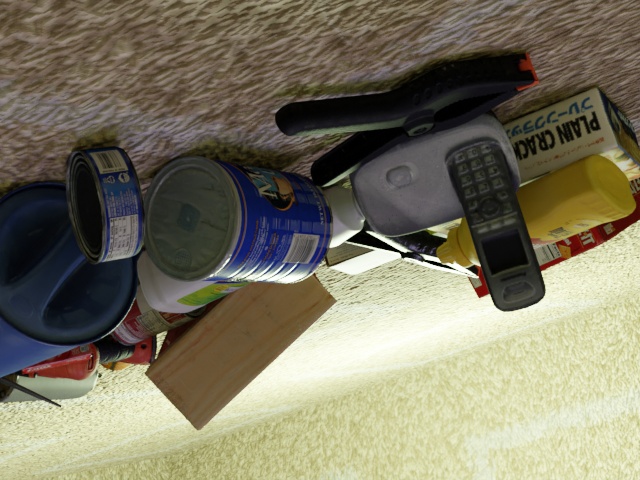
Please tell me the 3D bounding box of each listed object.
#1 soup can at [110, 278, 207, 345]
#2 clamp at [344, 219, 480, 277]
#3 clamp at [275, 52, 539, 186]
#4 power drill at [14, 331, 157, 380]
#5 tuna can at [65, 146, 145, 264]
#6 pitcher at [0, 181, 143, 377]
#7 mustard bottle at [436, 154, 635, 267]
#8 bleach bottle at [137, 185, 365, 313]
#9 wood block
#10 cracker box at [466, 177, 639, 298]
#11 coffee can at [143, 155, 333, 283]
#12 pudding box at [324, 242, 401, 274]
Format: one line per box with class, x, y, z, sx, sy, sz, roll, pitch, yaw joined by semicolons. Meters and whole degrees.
soup can;-0.187;0.072;1.210;0.102;0.068;0.068;-23;165;27
clamp;0.095;0.004;1.181;0.171;0.039;0.120;22;174;-24
clamp;0.068;-0.104;0.848;0.210;0.036;0.164;-21;166;12
power drill;-0.299;0.126;1.264;0.185;0.057;0.187;6;-175;28
tuna can;-0.161;-0.027;0.797;0.033;0.086;0.086;-11;166;-28
pitcher;-0.272;0.052;0.909;0.149;0.145;0.243;28;149;-24
mustard bottle;0.193;-0.018;1.014;0.192;0.058;0.096;-25;159;33
bleach bottle;-0.057;0.001;1.090;0.251;0.068;0.102;-23;166;19
wood block;-0.088;0.104;1.192;0.206;0.090;0.091;-43;-178;-2
cracker box;0.304;-0.014;1.357;0.163;0.072;0.214;-25;175;-43
coffee can;-0.069;-0.015;0.916;0.103;0.103;0.140;-24;165;31
pudding box;0.067;0.004;1.293;0.114;0.039;0.090;-21;165;16
